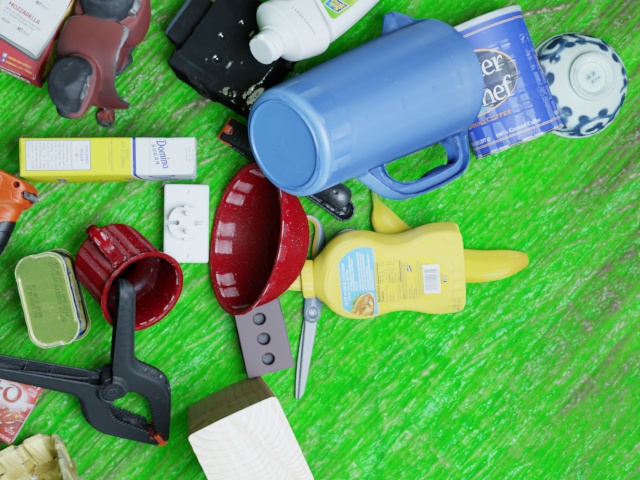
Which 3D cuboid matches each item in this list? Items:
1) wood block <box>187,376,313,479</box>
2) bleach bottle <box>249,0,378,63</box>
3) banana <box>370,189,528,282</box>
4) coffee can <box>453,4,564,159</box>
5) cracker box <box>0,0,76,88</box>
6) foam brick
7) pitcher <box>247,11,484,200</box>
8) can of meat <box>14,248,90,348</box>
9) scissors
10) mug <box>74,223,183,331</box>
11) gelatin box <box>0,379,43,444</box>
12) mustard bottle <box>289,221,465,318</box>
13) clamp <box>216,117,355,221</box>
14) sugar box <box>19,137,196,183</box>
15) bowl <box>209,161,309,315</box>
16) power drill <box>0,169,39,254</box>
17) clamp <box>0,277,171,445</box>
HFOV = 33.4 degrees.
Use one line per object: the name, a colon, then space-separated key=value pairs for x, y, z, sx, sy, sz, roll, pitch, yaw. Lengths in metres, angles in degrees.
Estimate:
wood block: x=-0.075 y=0.200 z=1.069 sx=0.090 sy=0.206 sz=0.091 roll=-25 pitch=92 yaw=-7
bleach bottle: x=0.007 y=-0.268 z=1.106 sx=0.102 sy=0.068 sz=0.250 roll=45 pitch=57 yaw=-5
banana: x=0.134 y=0.008 z=1.183 sx=0.197 sy=0.037 sz=0.069 roll=25 pitch=88 yaw=-6
coffee can: x=0.192 y=-0.171 z=1.161 sx=0.102 sy=0.103 sz=0.140 roll=-21 pitch=92 yaw=-7
cracker box: x=-0.325 y=-0.291 z=1.114 sx=0.164 sy=0.072 sz=0.213 roll=24 pitch=85 yaw=-7
foam brick: x=-0.063 y=0.104 z=1.150 sx=0.053 sy=0.051 sz=0.078 roll=-13 pitch=91 yaw=-7
pitcher: x=0.050 y=-0.123 z=1.074 sx=0.149 sy=0.145 sz=0.242 roll=32 pitch=42 yaw=30
can of meat: x=-0.278 y=0.060 z=1.107 sx=0.057 sy=0.084 sz=0.102 roll=-14 pitch=91 yaw=-7
scissors: x=0.009 y=0.070 z=1.178 sx=0.096 sy=0.016 sz=0.202 roll=-6 pitch=90 yaw=-7
mug: x=-0.206 y=0.027 z=1.096 sx=0.093 sy=0.082 sz=0.117 roll=-42 pitch=137 yaw=-10
gelatin box: x=-0.345 y=0.161 z=1.124 sx=0.089 sy=0.030 sz=0.073 roll=30 pitch=85 yaw=-6
mustard bottle: x=0.056 y=0.035 z=1.136 sx=0.191 sy=0.058 sz=0.096 roll=-5 pitch=114 yaw=2
clamp: x=-0.032 y=-0.075 z=1.127 sx=0.171 sy=0.120 sz=0.039 roll=31 pitch=81 yaw=-2
sugar box: x=-0.218 y=-0.083 z=1.113 sx=0.176 sy=0.093 sz=0.048 roll=1 pitch=89 yaw=-7
bowl: x=-0.057 y=0.001 z=1.113 sx=0.055 sy=0.162 sz=0.162 roll=10 pitch=88 yaw=-31
power drill: x=-0.392 y=0.001 z=1.106 sx=0.184 sy=0.057 sz=0.187 roll=24 pitch=87 yaw=1
clamp: x=-0.225 y=0.145 z=1.086 sx=0.164 sy=0.036 sz=0.210 roll=-24 pitch=127 yaw=1
